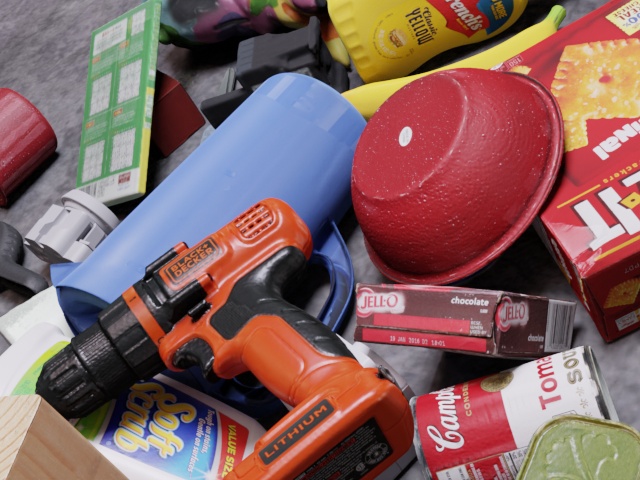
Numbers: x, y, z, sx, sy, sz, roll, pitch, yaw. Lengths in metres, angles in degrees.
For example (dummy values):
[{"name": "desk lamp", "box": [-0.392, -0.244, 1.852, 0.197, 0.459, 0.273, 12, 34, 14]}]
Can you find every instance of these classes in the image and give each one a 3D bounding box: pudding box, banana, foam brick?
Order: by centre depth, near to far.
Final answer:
[{"name": "pudding box", "box": [0.085, 0.046, 0.618, 0.090, 0.113, 0.039, 3, 84, 35]}, {"name": "banana", "box": [0.103, -0.125, 0.838, 0.198, 0.037, 0.069, -19, 24, 15]}, {"name": "foam brick", "box": [-0.154, -0.122, 0.990, 0.053, 0.051, 0.078, -43, 41, -12]}]

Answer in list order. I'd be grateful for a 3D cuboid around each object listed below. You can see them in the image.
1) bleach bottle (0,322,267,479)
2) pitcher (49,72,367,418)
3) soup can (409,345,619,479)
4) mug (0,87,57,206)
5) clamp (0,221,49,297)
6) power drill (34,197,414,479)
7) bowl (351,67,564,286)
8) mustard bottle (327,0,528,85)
[{"name": "bleach bottle", "box": [-0.086, 0.128, 0.646, 0.251, 0.068, 0.102, 15, 36, 17]}, {"name": "pitcher", "box": [-0.055, 0.001, 0.755, 0.145, 0.149, 0.242, 0, 45, 52]}, {"name": "soup can", "box": [0.107, 0.103, 0.579, 0.102, 0.068, 0.068, -20, 42, 15]}, {"name": "mug", "box": [-0.316, -0.091, 1.049, 0.081, 0.093, 0.117, -49, 6, -25]}, {"name": "clamp", "box": [-0.286, 0.028, 0.936, 0.120, 0.039, 0.171, -25, 40, 8]}, {"name": "power drill", "box": [-0.053, 0.075, 0.573, 0.184, 0.057, 0.188, -38, 46, -6]}, {"name": "bowl", "box": [0.073, -0.053, 0.683, 0.162, 0.055, 0.162, -30, 43, 32]}, {"name": "mustard bottle", "box": [0.107, -0.199, 0.858, 0.192, 0.096, 0.058, -22, 41, 13]}]
